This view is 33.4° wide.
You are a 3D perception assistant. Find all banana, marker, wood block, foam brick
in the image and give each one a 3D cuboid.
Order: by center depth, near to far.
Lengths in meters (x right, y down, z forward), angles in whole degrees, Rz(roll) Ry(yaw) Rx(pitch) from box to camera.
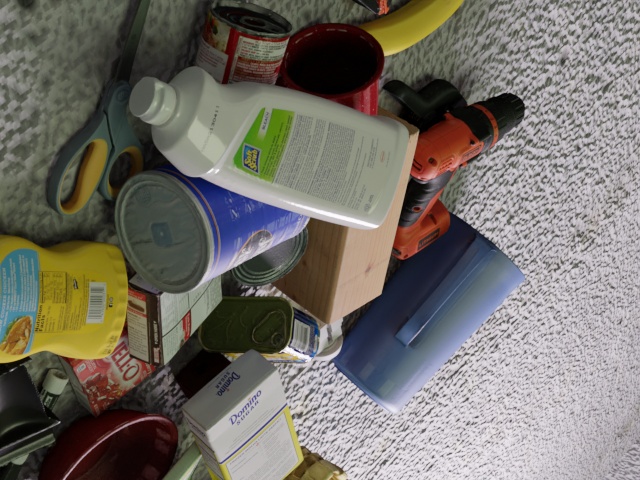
[{"bbox_3d":[-0.259,0.170,0.954,0.020,0.020,0.121,10,112,-58],"label":"marker"},{"bbox_3d":[0.092,-0.226,1.033,0.197,0.037,0.069,-43,139,-19],"label":"banana"},{"bbox_3d":[0.021,-0.030,1.076,0.090,0.090,0.206,-28,141,-40],"label":"wood block"},{"bbox_3d":[-0.103,0.155,1.104,0.053,0.078,0.051,-45,147,-17],"label":"foam brick"}]

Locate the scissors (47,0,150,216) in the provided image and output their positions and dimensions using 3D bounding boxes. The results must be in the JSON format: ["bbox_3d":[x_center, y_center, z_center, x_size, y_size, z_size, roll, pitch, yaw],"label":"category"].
[{"bbox_3d":[-0.148,-0.105,0.833,0.202,0.016,0.096,-60,151,11],"label":"scissors"}]

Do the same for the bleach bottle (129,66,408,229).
[{"bbox_3d":[-0.038,-0.081,0.827,0.250,0.068,0.102,18,86,-46],"label":"bleach bottle"}]

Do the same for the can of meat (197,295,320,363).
[{"bbox_3d":[-0.059,0.093,1.079,0.083,0.102,0.057,36,56,-63],"label":"can of meat"}]

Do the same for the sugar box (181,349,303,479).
[{"bbox_3d":[-0.074,0.192,1.057,0.093,0.048,0.176,-39,142,-23],"label":"sugar box"}]

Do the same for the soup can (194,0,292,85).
[{"bbox_3d":[-0.069,-0.134,0.864,0.068,0.069,0.102,-16,133,-47],"label":"soup can"}]

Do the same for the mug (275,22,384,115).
[{"bbox_3d":[0.000,-0.131,0.957,0.117,0.093,0.081,-16,145,-8],"label":"mug"}]

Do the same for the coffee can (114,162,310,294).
[{"bbox_3d":[-0.087,-0.027,0.897,0.140,0.103,0.103,-29,142,-49],"label":"coffee can"}]

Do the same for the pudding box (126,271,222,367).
[{"bbox_3d":[-0.130,0.046,0.960,0.113,0.039,0.090,-53,154,-47],"label":"pudding box"}]

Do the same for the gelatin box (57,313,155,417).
[{"bbox_3d":[-0.194,0.110,0.974,0.073,0.030,0.089,-39,147,-25],"label":"gelatin box"}]

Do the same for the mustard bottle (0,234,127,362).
[{"bbox_3d":[-0.233,0.044,0.814,0.191,0.058,0.096,5,91,-56],"label":"mustard bottle"}]

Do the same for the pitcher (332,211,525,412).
[{"bbox_3d":[0.127,0.090,1.311,0.243,0.145,0.149,-49,130,-3],"label":"pitcher"}]

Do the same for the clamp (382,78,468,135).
[{"bbox_3d":[0.103,-0.137,1.132,0.171,0.039,0.120,-35,156,-40],"label":"clamp"}]

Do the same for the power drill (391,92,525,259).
[{"bbox_3d":[0.140,-0.075,1.194,0.184,0.057,0.188,-28,154,-37],"label":"power drill"}]

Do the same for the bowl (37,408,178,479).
[{"bbox_3d":[-0.215,0.217,1.026,0.161,0.055,0.162,-37,148,-29],"label":"bowl"}]

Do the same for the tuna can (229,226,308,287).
[{"bbox_3d":[-0.057,0.001,1.036,0.086,0.034,0.086,-22,136,-23],"label":"tuna can"}]
